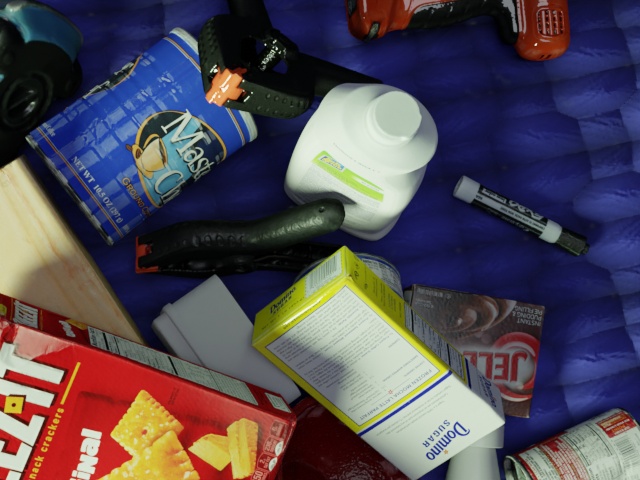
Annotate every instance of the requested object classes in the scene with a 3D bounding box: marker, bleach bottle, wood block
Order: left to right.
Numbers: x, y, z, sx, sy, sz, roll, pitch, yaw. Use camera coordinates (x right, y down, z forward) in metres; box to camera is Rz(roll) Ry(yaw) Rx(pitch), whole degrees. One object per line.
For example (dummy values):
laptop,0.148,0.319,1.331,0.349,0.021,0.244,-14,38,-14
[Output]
wood block,-0.195,0.049,0.764,0.090,0.091,0.206,-33,103,-9
bleach bottle,0.036,-0.057,0.747,0.102,0.251,0.068,26,81,-5
marker,0.167,-0.019,0.878,0.121,0.020,0.020,26,81,-4

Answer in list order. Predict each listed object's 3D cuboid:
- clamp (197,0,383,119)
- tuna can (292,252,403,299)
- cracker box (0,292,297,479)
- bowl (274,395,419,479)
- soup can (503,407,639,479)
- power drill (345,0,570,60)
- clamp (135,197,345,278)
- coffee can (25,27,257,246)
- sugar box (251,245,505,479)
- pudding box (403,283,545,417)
clamp,-0.043,-0.143,0.792,0.164,0.209,0.036,43,117,5
tuna can,0.022,0.049,0.816,0.086,0.086,0.034,-1,50,-8
cracker box,-0.143,0.150,0.702,0.213,0.072,0.164,23,92,-18
bowl,0.009,0.197,0.791,0.055,0.161,0.162,-32,89,34
soup can,0.205,0.180,0.837,0.102,0.068,0.068,-22,87,-10
power drill,0.112,-0.237,0.874,0.187,0.057,0.184,-4,85,-8
clamp,-0.055,0.001,0.801,0.171,0.120,0.039,-4,64,-5
coffee can,-0.133,-0.078,0.802,0.140,0.103,0.103,-38,90,-10
sugar box,0.044,0.093,0.781,0.093,0.048,0.176,-37,115,22
pudding box,0.116,0.088,0.850,0.113,0.039,0.090,10,84,-6
